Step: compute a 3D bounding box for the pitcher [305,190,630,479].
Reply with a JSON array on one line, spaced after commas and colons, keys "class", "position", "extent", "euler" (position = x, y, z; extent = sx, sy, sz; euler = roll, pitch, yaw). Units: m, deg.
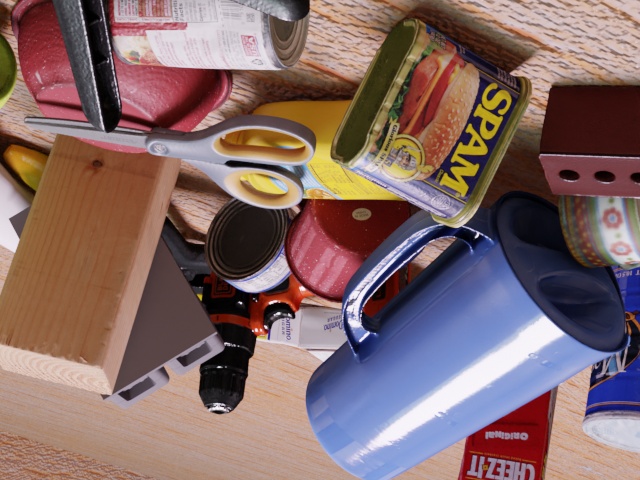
[{"class": "pitcher", "position": [0.091, 0.077, 0.795], "extent": [0.243, 0.149, 0.144], "euler": [-42, 162, 34]}]

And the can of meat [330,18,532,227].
[{"class": "can of meat", "position": [0.065, -0.072, 0.644], "extent": [0.083, 0.102, 0.057], "euler": [26, -179, -21]}]

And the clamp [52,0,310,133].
[{"class": "clamp", "position": [-0.129, -0.153, 0.555], "extent": [0.210, 0.036, 0.165], "euler": [43, 130, -19]}]

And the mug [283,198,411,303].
[{"class": "mug", "position": [0.016, -0.016, 0.850], "extent": [0.117, 0.093, 0.082], "euler": [49, 155, 11]}]

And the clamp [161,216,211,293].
[{"class": "clamp", "position": [-0.152, 0.025, 1.062], "extent": [0.120, 0.039, 0.171], "euler": [-16, 151, 29]}]

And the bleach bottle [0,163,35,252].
[{"class": "bleach bottle", "position": [-0.290, -0.024, 1.004], "extent": [0.103, 0.068, 0.250], "euler": [40, 173, 29]}]

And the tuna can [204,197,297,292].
[{"class": "tuna can", "position": [-0.056, 0.001, 0.919], "extent": [0.086, 0.086, 0.033], "euler": [-1, 156, 34]}]

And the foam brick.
[{"class": "foam brick", "position": [0.181, -0.061, 0.666], "extent": [0.078, 0.051, 0.053], "euler": [4, 156, 25]}]

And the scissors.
[{"class": "scissors", "position": [-0.096, -0.055, 0.737], "extent": [0.202, 0.016, 0.096], "euler": [0, 143, 17]}]

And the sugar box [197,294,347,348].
[{"class": "sugar box", "position": [-0.052, 0.082, 1.112], "extent": [0.177, 0.048, 0.093], "euler": [1, 176, 42]}]

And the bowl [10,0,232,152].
[{"class": "bowl", "position": [-0.146, -0.107, 0.750], "extent": [0.162, 0.055, 0.162], "euler": [12, 158, 5]}]

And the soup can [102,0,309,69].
[{"class": "soup can", "position": [-0.065, -0.134, 0.616], "extent": [0.102, 0.068, 0.068], "euler": [5, 157, 20]}]

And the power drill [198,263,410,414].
[{"class": "power drill", "position": [-0.017, 0.061, 0.937], "extent": [0.188, 0.184, 0.057], "euler": [-4, 154, 17]}]

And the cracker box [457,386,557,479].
[{"class": "cracker box", "position": [0.170, 0.135, 0.934], "extent": [0.072, 0.213, 0.164], "euler": [7, 158, 15]}]

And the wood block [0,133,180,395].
[{"class": "wood block", "position": [-0.181, 0.005, 0.840], "extent": [0.091, 0.206, 0.090], "euler": [14, 159, 0]}]

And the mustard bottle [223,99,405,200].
[{"class": "mustard bottle", "position": [0.003, -0.063, 0.760], "extent": [0.192, 0.058, 0.096], "euler": [1, 157, 29]}]

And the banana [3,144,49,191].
[{"class": "banana", "position": [-0.231, -0.031, 1.013], "extent": [0.070, 0.037, 0.197], "euler": [8, 158, 14]}]
